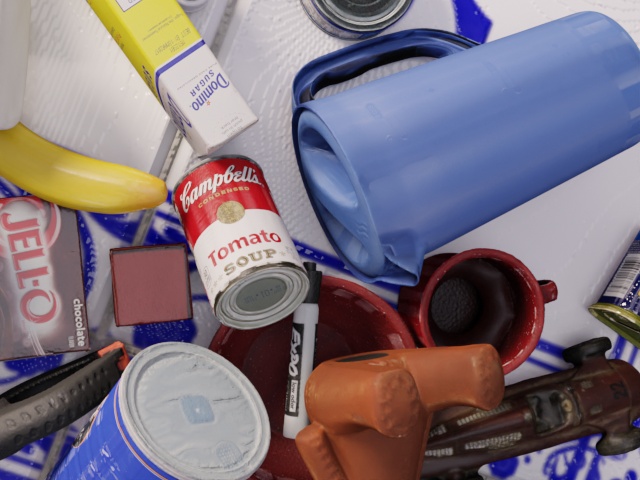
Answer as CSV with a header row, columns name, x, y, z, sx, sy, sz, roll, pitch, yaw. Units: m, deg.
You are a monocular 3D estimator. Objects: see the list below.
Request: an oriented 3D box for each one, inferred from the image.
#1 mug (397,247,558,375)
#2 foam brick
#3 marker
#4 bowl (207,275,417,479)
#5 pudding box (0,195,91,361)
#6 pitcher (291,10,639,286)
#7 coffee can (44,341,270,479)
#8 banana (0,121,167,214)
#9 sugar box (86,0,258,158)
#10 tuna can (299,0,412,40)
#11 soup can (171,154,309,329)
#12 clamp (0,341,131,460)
name,x,y,z,sx,sy,sz,roll,pitch,yaw
mug,0.117,0.047,0.786,0.117,0.081,0.093,-16,95,-11
foam brick,-0.119,0.029,0.738,0.051,0.078,0.053,-6,90,-12
marker,-0.012,0.075,0.734,0.020,0.020,0.121,4,90,-12
bowl,-0.010,0.104,0.774,0.162,0.055,0.162,0,92,-12
pudding box,-0.209,0.025,0.737,0.090,0.039,0.113,-6,93,-12
pitcher,0.105,-0.084,0.766,0.242,0.145,0.149,-24,108,-14
coffee can,-0.111,0.148,0.696,0.102,0.102,0.140,32,125,-11
banana,-0.193,-0.069,0.716,0.198,0.037,0.070,40,100,10
sugar box,-0.114,-0.139,0.726,0.048,0.093,0.176,-34,98,-9
tuna can,0.027,-0.192,0.785,0.086,0.034,0.086,0,91,-12
soup can,-0.055,0.001,0.722,0.068,0.068,0.102,-17,54,-11
clamp,-0.214,0.126,0.691,0.209,0.165,0.036,-26,100,-20
